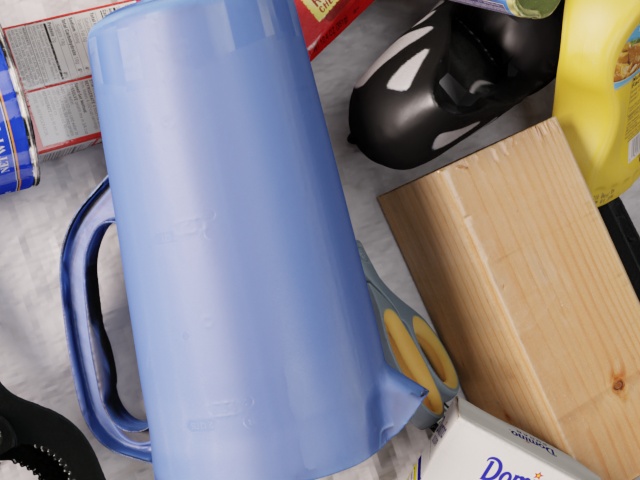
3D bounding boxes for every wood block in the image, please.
[{"bbox_3d":[0.128,0.043,0.643,0.090,0.090,0.206,-25,91,-21],"label":"wood block"}]

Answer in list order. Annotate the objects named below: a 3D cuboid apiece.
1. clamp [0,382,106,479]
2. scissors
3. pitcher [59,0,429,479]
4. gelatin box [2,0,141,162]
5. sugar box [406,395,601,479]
[{"bbox_3d":[-0.173,0.094,0.534,0.210,0.036,0.164,41,41,-17],"label":"clamp"},{"bbox_3d":[0.033,0.021,0.645,0.016,0.096,0.202,-32,64,21],"label":"scissors"},{"bbox_3d":[-0.054,0.001,0.553,0.149,0.145,0.243,-14,95,-27],"label":"pitcher"},{"bbox_3d":[-0.133,-0.090,0.602,0.089,0.030,0.073,-18,88,-21],"label":"gelatin box"},{"bbox_3d":[0.071,0.183,0.583,0.093,0.048,0.176,29,99,0],"label":"sugar box"}]
